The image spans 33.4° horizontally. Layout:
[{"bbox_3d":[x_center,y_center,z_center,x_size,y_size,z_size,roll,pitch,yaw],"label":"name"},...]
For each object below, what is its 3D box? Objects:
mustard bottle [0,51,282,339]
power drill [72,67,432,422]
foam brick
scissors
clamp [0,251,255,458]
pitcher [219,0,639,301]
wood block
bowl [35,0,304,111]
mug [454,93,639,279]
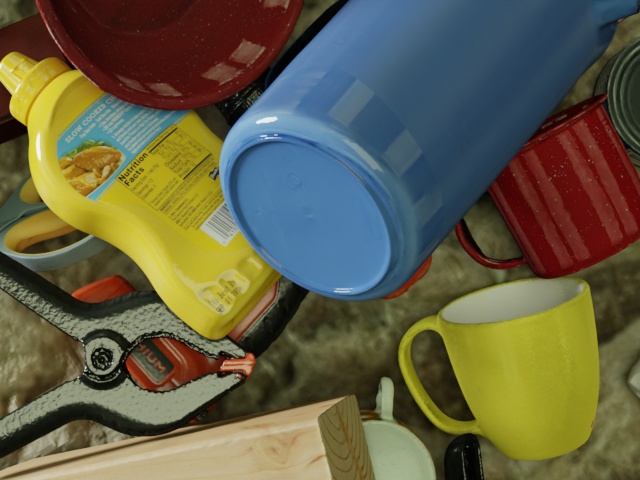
[{"bbox_3d":[-0.099,-0.039,0.581,0.191,0.058,0.096,38,62,5],"label":"mustard bottle"},{"bbox_3d":[-0.054,0.001,0.637,0.187,0.057,0.184,-41,87,-4],"label":"power drill"},{"bbox_3d":[-0.185,-0.093,0.636,0.078,0.053,0.051,-24,89,-6],"label":"foam brick"},{"bbox_3d":[-0.207,-0.006,0.641,0.202,0.016,0.096,-9,46,18],"label":"scissors"},{"bbox_3d":[-0.124,0.075,0.579,0.171,0.039,0.120,11,86,-1],"label":"clamp"},{"bbox_3d":[0.046,-0.082,0.564,0.145,0.149,0.242,41,52,1],"label":"pitcher"},{"bbox_3d":[-0.078,0.152,0.581,0.206,0.090,0.091,-14,87,14],"label":"wood block"},{"bbox_3d":[-0.086,-0.153,0.568,0.161,0.055,0.162,-10,109,-32],"label":"bowl"},{"bbox_3d":[0.136,-0.024,0.638,0.117,0.093,0.081,-29,94,8],"label":"mug"}]
